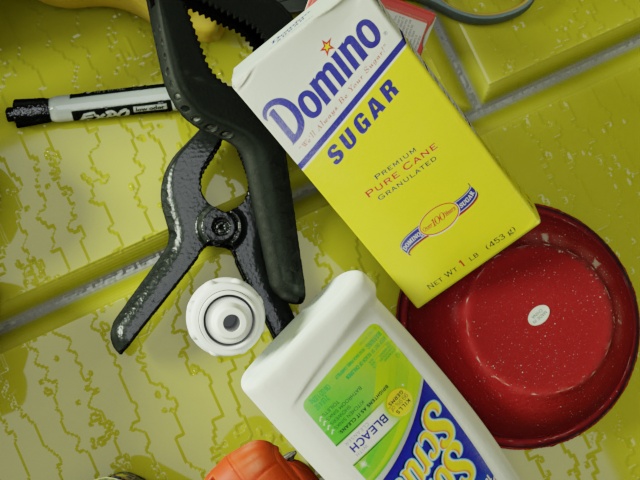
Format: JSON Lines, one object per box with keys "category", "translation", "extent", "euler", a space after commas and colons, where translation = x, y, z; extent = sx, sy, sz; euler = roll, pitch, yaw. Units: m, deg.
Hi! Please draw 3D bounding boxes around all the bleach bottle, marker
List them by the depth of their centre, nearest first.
{"category": "bleach bottle", "translation": [0.072, 0.140, 0.641], "extent": [0.251, 0.068, 0.102], "euler": [46, 80, -7]}
{"category": "marker", "translation": [-0.141, -0.088, 0.688], "extent": [0.121, 0.020, 0.020], "euler": [-7, 83, -4]}

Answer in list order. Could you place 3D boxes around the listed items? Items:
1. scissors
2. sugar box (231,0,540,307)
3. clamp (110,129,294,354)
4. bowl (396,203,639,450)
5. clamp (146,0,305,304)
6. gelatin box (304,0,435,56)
{"category": "scissors", "translation": [0.046, -0.187, 0.713], "extent": [0.201, 0.016, 0.096], "euler": [4, 81, -3]}
{"category": "sugar box", "translation": [0.038, -0.055, 0.616], "extent": [0.093, 0.048, 0.176], "euler": [-37, 109, 13]}
{"category": "clamp", "translation": [-0.054, 0.001, 0.674], "extent": [0.120, 0.039, 0.171], "euler": [16, 85, -13]}
{"category": "bowl", "translation": [0.130, 0.051, 0.669], "extent": [0.162, 0.055, 0.162], "euler": [0, 82, -3]}
{"category": "clamp", "translation": [-0.022, -0.089, 0.656], "extent": [0.164, 0.036, 0.210], "euler": [-41, 102, -21]}
{"category": "gelatin box", "translation": [0.028, -0.139, 0.657], "extent": [0.073, 0.089, 0.030], "euler": [19, 101, -5]}
